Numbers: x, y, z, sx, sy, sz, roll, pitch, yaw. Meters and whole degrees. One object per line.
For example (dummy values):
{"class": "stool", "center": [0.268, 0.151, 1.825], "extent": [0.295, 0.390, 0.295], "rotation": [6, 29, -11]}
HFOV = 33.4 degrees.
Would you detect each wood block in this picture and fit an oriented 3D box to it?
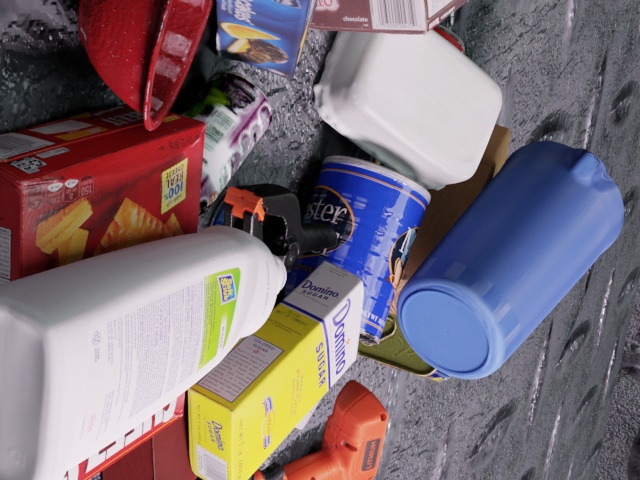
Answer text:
{"class": "wood block", "center": [0.116, -0.027, 1.107], "extent": [0.090, 0.091, 0.206], "rotation": [83, 32, -62]}

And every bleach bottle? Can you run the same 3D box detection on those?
{"class": "bleach bottle", "center": [-0.092, 0.051, 0.604], "extent": [0.250, 0.068, 0.102], "rotation": [-20, 124, -61]}

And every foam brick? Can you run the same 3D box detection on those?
{"class": "foam brick", "center": [-0.125, 0.146, 0.774], "extent": [0.052, 0.051, 0.078], "rotation": [-34, 134, -53]}

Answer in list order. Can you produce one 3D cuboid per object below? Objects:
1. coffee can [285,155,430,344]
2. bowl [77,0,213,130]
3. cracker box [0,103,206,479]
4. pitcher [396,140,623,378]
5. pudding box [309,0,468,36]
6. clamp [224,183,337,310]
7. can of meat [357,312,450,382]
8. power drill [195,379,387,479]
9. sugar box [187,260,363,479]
{"class": "coffee can", "center": [0.027, 0.009, 0.946], "extent": [0.102, 0.103, 0.140], "rotation": [39, 70, -63]}
{"class": "bowl", "center": [-0.094, -0.146, 0.599], "extent": [0.162, 0.055, 0.162], "rotation": [-163, -88, -87]}
{"class": "cracker box", "center": [-0.146, 0.037, 0.643], "extent": [0.163, 0.072, 0.214], "rotation": [-28, 129, -56]}
{"class": "pitcher", "center": [0.171, 0.025, 0.998], "extent": [0.242, 0.145, 0.149], "rotation": [-42, 123, -40]}
{"class": "pudding box", "center": [0.052, -0.200, 0.866], "extent": [0.089, 0.114, 0.039], "rotation": [-45, 137, -47]}
{"class": "clamp", "center": [-0.039, 0.018, 0.811], "extent": [0.171, 0.039, 0.120], "rotation": [45, 61, -62]}
{"class": "can of meat", "center": [0.093, 0.113, 1.146], "extent": [0.057, 0.102, 0.083], "rotation": [-70, 157, -7]}
{"class": "power drill", "center": [-0.030, 0.192, 0.915], "extent": [0.187, 0.057, 0.184], "rotation": [-24, 142, -31]}
{"class": "sugar box", "center": [-0.030, 0.100, 0.806], "extent": [0.176, 0.048, 0.093], "rotation": [-40, 146, -41]}
